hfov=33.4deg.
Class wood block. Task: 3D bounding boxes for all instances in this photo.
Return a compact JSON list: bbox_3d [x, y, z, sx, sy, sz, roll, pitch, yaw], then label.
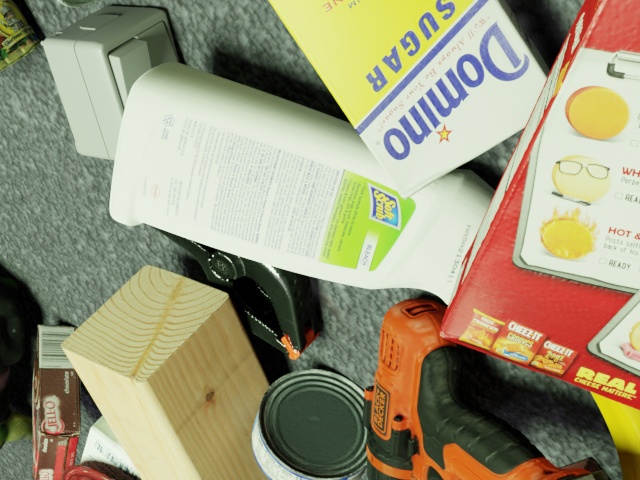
[{"bbox_3d":[-0.089,0.131,0.776,0.090,0.090,0.206,16,139,39],"label":"wood block"}]

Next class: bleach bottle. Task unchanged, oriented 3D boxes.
[{"bbox_3d":[0.007,-0.016,0.607,0.251,0.068,0.103,22,119,13],"label":"bleach bottle"}]

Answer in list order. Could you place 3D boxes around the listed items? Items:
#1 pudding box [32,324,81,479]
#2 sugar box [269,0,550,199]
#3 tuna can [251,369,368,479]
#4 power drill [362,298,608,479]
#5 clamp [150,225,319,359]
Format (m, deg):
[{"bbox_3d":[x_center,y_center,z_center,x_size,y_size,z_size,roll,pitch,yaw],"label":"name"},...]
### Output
[{"bbox_3d":[-0.231,0.144,0.928,0.039,0.113,0.090,4,138,-17],"label":"pudding box"},{"bbox_3d":[0.031,-0.117,0.512,0.093,0.048,0.176,-33,97,19],"label":"sugar box"},{"bbox_3d":[-0.004,0.134,0.736,0.086,0.086,0.034,35,140,14],"label":"tuna can"},{"bbox_3d":[0.086,0.150,0.630,0.188,0.057,0.184,41,137,51],"label":"power drill"},{"bbox_3d":[-0.055,0.001,0.712,0.171,0.039,0.120,46,144,-3],"label":"clamp"}]
